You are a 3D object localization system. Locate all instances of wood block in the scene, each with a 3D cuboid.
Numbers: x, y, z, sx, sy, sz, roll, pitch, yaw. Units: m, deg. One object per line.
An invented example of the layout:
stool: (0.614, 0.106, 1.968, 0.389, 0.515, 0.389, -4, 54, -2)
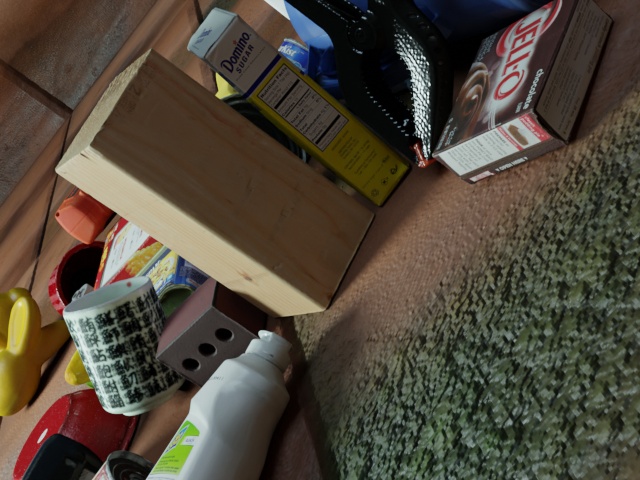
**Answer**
wood block: (-0.077, -0.035, 0.789, 0.091, 0.206, 0.090, -15, 44, 60)

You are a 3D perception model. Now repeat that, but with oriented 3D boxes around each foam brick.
foam brick: (-0.088, 0.072, 0.863, 0.078, 0.053, 0.051, -43, 23, 29)

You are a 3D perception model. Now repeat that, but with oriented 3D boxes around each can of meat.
can of meat: (-0.138, 0.054, 0.999, 0.102, 0.057, 0.084, -44, 25, 27)

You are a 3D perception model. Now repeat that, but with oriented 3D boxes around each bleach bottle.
bleach bottle: (-0.082, 0.169, 0.688, 0.103, 0.068, 0.250, -16, 40, 59)

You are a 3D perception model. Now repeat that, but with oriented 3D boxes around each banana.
banana: (-0.205, 0.113, 1.022, 0.069, 0.037, 0.198, -61, -1, -11)

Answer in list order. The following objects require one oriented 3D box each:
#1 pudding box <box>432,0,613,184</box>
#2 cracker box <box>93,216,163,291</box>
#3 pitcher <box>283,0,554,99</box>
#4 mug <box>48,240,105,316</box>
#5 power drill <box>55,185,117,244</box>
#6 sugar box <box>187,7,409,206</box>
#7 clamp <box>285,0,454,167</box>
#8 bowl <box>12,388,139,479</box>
pudding box: (0.128, -0.097, 0.677, 0.090, 0.039, 0.113, -24, 36, 53)
cracker box: (-0.145, -0.025, 1.114, 0.214, 0.072, 0.164, -46, 21, 19)
pitcher: (0.081, -0.198, 0.805, 0.144, 0.149, 0.243, -22, 14, -30)
mug: (-0.269, 0.064, 1.243, 0.082, 0.093, 0.117, 159, 105, -64)
power drill: (-0.209, -0.077, 1.157, 0.188, 0.057, 0.184, -39, 14, 32)
sugar box: (-0.018, -0.102, 0.808, 0.048, 0.176, 0.093, -53, 20, 3)
clamp: (0.029, -0.149, 0.749, 0.165, 0.210, 0.036, -10, 15, 45)
bowl: (-0.236, 0.196, 0.990, 0.162, 0.055, 0.162, -45, 22, 23)
